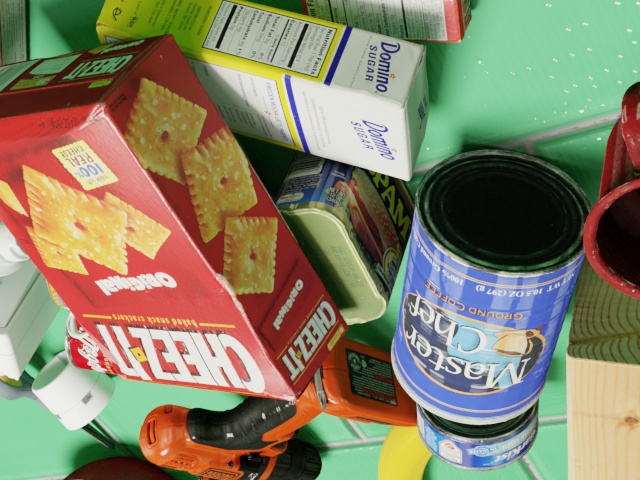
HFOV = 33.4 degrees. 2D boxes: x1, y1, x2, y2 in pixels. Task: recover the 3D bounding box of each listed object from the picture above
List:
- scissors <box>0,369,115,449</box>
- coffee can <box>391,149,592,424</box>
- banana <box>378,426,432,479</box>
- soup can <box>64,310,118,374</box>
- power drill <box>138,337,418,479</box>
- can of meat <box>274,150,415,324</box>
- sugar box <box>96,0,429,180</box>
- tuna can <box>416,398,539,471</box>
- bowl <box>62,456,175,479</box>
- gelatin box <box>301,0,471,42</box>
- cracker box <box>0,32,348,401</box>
[{"bbox_3d":[-0.242,0.139,0.922,0.016,0.096,0.201,-42,113,-1],"label":"scissors"},{"bbox_3d":[0.101,0.030,0.651,0.103,0.102,0.140,13,136,9],"label":"coffee can"},{"bbox_3d":[0.082,0.172,0.848,0.069,0.037,0.198,24,137,-1],"label":"banana"},{"bbox_3d":[-0.132,0.071,0.811,0.102,0.068,0.068,7,135,14],"label":"soup can"},{"bbox_3d":[-0.016,0.142,0.817,0.188,0.057,0.184,-30,146,32],"label":"power drill"},{"bbox_3d":[0.014,-0.011,0.658,0.058,0.083,0.102,-8,129,28],"label":"can of meat"},{"bbox_3d":[-0.029,-0.091,0.593,0.176,0.048,0.093,15,162,11],"label":"sugar box"},{"bbox_3d":[0.110,0.116,0.747,0.086,0.086,0.034,6,134,16],"label":"tuna can"},{"bbox_3d":[-0.182,0.256,1.023,0.162,0.055,0.162,11,136,11],"label":"bowl"},{"bbox_3d":[0.031,-0.142,0.559,0.089,0.030,0.073,5,135,20],"label":"gelatin box"},{"bbox_3d":[-0.104,-0.005,0.621,0.164,0.072,0.213,0,131,41],"label":"cracker box"}]
